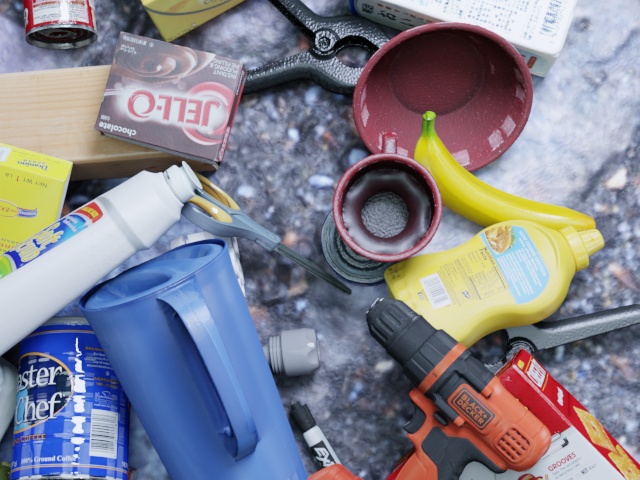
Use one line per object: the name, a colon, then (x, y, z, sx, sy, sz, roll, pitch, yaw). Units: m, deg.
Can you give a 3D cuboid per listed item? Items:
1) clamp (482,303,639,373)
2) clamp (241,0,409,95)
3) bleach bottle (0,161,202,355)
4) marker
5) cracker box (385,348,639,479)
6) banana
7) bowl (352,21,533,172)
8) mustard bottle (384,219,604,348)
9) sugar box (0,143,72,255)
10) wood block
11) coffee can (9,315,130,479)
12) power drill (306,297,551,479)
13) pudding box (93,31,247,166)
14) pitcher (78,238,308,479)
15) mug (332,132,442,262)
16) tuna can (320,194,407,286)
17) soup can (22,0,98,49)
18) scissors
clamp: (0.191, 0.098, 0.977, 0.210, 0.036, 0.164, 28, 88, 8)
clamp: (-0.005, -0.173, 1.013, 0.171, 0.039, 0.120, 21, 86, 9)
bleach bottle: (-0.211, 0.012, 0.901, 0.251, 0.102, 0.068, -34, 112, 4)
marker: (0.007, 0.203, 0.987, 0.020, 0.020, 0.121, -31, 84, 0)
cracker box: (0.191, 0.227, 0.929, 0.214, 0.072, 0.164, 46, 109, 6)
banana: (0.156, -0.041, 0.976, 0.197, 0.070, 0.037, 30, 52, -14)
bowl: (0.109, -0.137, 0.972, 0.162, 0.055, 0.162, 0, 128, -1)
mustard bottle: (0.160, 0.034, 0.946, 0.191, 0.058, 0.096, -22, 56, -1)
sugar box: (-0.288, 0.001, 0.958, 0.093, 0.048, 0.176, 15, 117, -9)
wood block: (-0.206, -0.108, 0.993, 0.206, 0.090, 0.091, -4, 83, 3)
coffee can: (-0.219, 0.148, 0.946, 0.103, 0.103, 0.140, -2, 69, 3)
power drill: (0.069, 0.165, 0.892, 0.184, 0.057, 0.188, 43, 108, 13)
pudding box: (-0.129, -0.122, 0.924, 0.113, 0.039, 0.090, 14, 85, 4)
pitcher: (-0.096, 0.131, 0.909, 0.145, 0.149, 0.243, -15, 105, 24)
mug: (0.058, -0.037, 0.939, 0.093, 0.081, 0.117, 0, 85, 3)
tuna can: (0.042, 0.000, 0.996, 0.086, 0.034, 0.086, 0, 85, 3)
soup can: (-0.251, -0.242, 1.018, 0.068, 0.068, 0.102, -6, 84, 2)
scissors: (-0.056, 0.001, 0.958, 0.201, 0.096, 0.016, 38, 108, -4)
